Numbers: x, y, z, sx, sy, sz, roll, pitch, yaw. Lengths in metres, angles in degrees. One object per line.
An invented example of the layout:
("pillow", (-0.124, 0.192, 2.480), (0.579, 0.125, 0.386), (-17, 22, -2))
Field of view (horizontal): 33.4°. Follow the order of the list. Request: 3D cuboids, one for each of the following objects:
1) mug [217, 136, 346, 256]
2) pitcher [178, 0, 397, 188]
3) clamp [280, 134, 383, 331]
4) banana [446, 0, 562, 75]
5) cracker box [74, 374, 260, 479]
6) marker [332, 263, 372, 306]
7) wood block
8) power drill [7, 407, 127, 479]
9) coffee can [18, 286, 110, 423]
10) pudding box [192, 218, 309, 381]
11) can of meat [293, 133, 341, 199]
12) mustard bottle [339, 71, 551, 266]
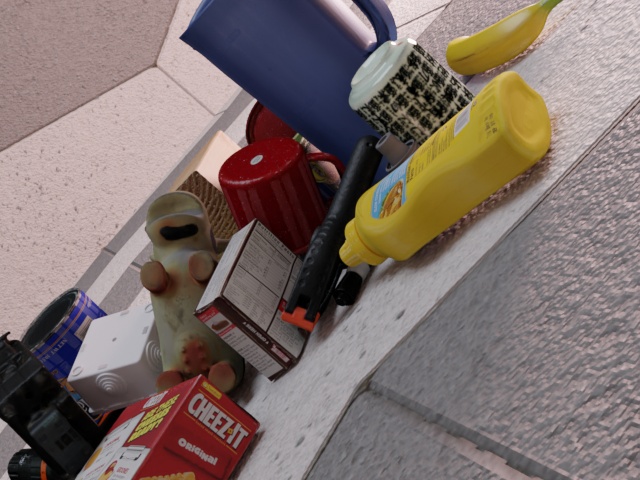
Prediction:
("mug", (-0.031, -0.043, 0.961), (0.117, 0.081, 0.093), (-17, 31, 8))
("pitcher", (0.003, -0.166, 0.993), (0.145, 0.242, 0.149), (-49, 13, 0))
("clamp", (0.012, 0.007, 0.897), (0.120, 0.039, 0.171), (81, -148, -61))
("banana", (0.158, -0.183, 0.998), (0.069, 0.037, 0.198), (-35, 10, -19))
("cracker box", (-0.153, 0.217, 0.813), (0.164, 0.072, 0.213), (-29, 24, 56))
("marker", (0.040, 0.008, 0.878), (0.020, 0.020, 0.121), (-34, 20, 49))
("wood block", (-0.122, -0.044, 1.211), (0.090, 0.090, 0.206), (-47, 11, 14))
("power drill", (-0.204, 0.171, 1.045), (0.185, 0.057, 0.187), (-7, 40, 37))
("coffee can", (-0.254, 0.135, 1.186), (0.103, 0.140, 0.103), (-37, 22, 17))
("pudding box", (-0.048, 0.048, 0.897), (0.039, 0.090, 0.113), (-38, 18, 33))
("can of meat", (-0.004, -0.057, 1.063), (0.058, 0.084, 0.102), (-43, 14, 28))
("mustard bottle", (0.081, -0.038, 0.785), (0.192, 0.058, 0.096), (-40, 19, 34))
